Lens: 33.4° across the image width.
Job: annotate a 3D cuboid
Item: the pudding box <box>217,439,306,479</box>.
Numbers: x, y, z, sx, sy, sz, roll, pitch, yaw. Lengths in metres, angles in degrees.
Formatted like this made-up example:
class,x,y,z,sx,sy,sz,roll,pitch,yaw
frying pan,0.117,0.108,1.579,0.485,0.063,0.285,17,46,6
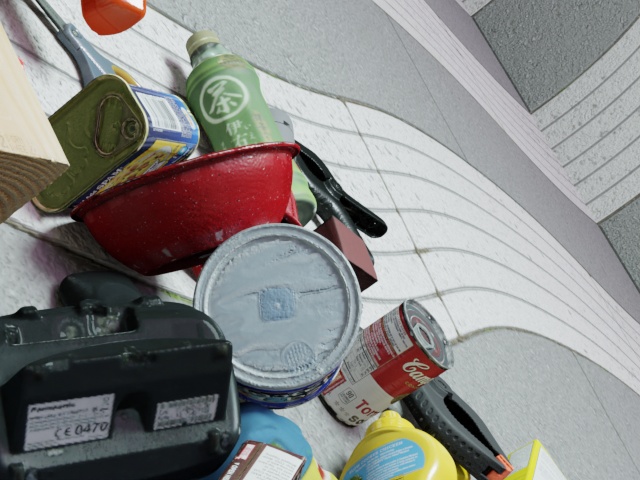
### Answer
class,x,y,z,sx,sy,sz,roll,pitch,yaw
pudding box,-0.048,0.172,0.553,0.039,0.113,0.090,17,18,9

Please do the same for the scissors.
class,x,y,z,sx,sy,sz,roll,pitch,yaw
scissors,-0.201,-0.153,0.867,0.201,0.016,0.096,45,22,-25

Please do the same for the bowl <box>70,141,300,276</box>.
class,x,y,z,sx,sy,sz,roll,pitch,yaw
bowl,-0.083,-0.015,0.723,0.162,0.162,0.055,-7,78,-68

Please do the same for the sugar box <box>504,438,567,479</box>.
class,x,y,z,sx,sy,sz,roll,pitch,yaw
sugar box,0.219,0.279,1.076,0.093,0.048,0.176,55,23,0

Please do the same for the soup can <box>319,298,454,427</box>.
class,x,y,z,sx,sy,sz,roll,pitch,yaw
soup can,0.052,0.103,0.896,0.068,0.102,0.068,45,22,-24

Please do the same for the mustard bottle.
class,x,y,z,sx,sy,sz,roll,pitch,yaw
mustard bottle,0.054,0.191,0.769,0.058,0.096,0.191,45,21,-23

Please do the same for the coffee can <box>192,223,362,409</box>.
class,x,y,z,sx,sy,sz,roll,pitch,yaw
coffee can,-0.029,0.055,0.710,0.103,0.102,0.140,58,-9,11

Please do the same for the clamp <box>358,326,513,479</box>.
class,x,y,z,sx,sy,sz,roll,pitch,yaw
clamp,0.102,0.142,0.998,0.210,0.036,0.164,46,16,20

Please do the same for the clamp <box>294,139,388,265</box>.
class,x,y,z,sx,sy,sz,roll,pitch,yaw
clamp,0.008,-0.039,1.124,0.171,0.039,0.120,42,18,-16

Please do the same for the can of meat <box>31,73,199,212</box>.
class,x,y,z,sx,sy,sz,roll,pitch,yaw
can of meat,-0.142,-0.063,0.731,0.057,0.102,0.083,58,18,11
